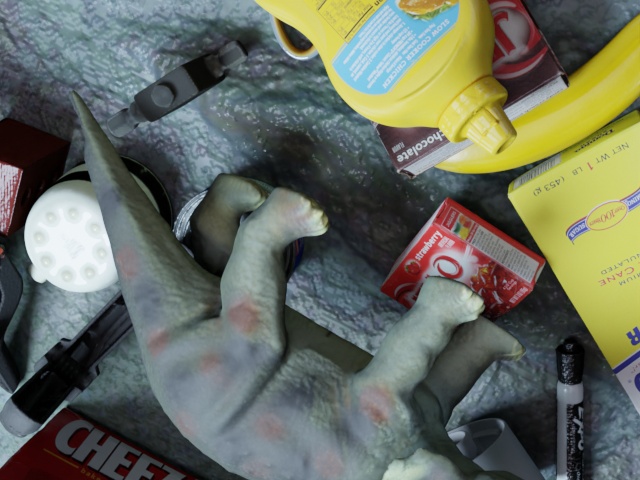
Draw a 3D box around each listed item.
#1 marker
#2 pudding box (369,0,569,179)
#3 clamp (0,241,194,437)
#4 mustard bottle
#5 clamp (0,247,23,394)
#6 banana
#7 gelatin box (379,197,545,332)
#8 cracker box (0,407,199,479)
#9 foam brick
[{"bbox_3d":[0.167,0.123,0.717,0.020,0.020,0.121,0,107,13],"label":"marker"},{"bbox_3d":[0.077,-0.103,0.637,0.114,0.039,0.090,-32,72,17],"label":"pudding box"},{"bbox_3d":[-0.175,0.092,0.717,0.036,0.164,0.210,46,138,-4],"label":"clamp"},{"bbox_3d":[0.040,-0.122,0.598,0.096,0.058,0.192,-44,73,14],"label":"mustard bottle"},{"bbox_3d":[-0.238,0.066,0.737,0.039,0.120,0.172,32,114,10],"label":"clamp"},{"bbox_3d":[0.132,-0.084,0.650,0.198,0.037,0.069,-18,103,17],"label":"banana"},{"bbox_3d":[0.087,0.023,0.678,0.073,0.030,0.089,33,143,-1],"label":"gelatin box"},{"bbox_3d":[-0.156,0.214,0.716,0.164,0.213,0.072,28,109,3],"label":"cracker box"},{"bbox_3d":[-0.212,-0.043,0.721,0.051,0.078,0.053,21,111,4],"label":"foam brick"}]
